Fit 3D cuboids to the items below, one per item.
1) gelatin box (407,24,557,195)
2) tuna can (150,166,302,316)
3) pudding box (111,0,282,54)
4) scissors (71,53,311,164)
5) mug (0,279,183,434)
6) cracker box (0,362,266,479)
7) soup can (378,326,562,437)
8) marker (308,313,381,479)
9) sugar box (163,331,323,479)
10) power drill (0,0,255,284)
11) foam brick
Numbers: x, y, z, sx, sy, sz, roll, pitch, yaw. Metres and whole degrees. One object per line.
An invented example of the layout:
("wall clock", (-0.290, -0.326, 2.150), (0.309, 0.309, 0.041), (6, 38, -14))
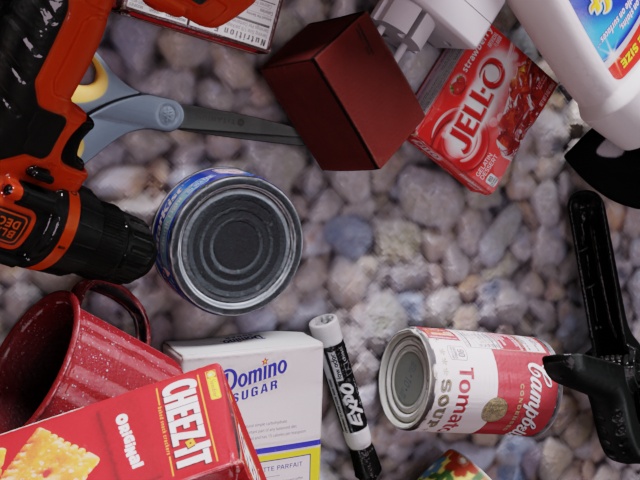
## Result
("gelatin box", (0.101, -0.086, 0.687), (0.073, 0.030, 0.089), (34, 85, -27))
("tuna can", (-0.054, 0.001, 0.628), (0.086, 0.034, 0.086), (-6, 103, -25))
("pudding box", (-0.059, -0.168, 0.588), (0.089, 0.039, 0.113), (13, 97, -29))
("scissors", (-0.102, -0.056, 0.602), (0.201, 0.016, 0.096), (24, 87, -27))
("mug", (-0.126, 0.076, 0.588), (0.081, 0.093, 0.117), (34, 49, -32))
("cracker box", (-0.127, 0.168, 0.544), (0.213, 0.072, 0.164), (-17, 134, -3))
("soup can", (0.098, 0.093, 0.702), (0.102, 0.069, 0.068), (7, 98, -26))
("marker", (0.018, 0.105, 0.693), (0.020, 0.020, 0.121), (-24, 110, -20))
("sugar box", (-0.049, 0.146, 0.657), (0.093, 0.048, 0.176), (-2, 98, -25))
("power drill", (-0.113, -0.067, 0.528), (0.184, 0.057, 0.188), (23, 105, -52))
("foam brick", (0.014, -0.086, 0.627), (0.053, 0.051, 0.078), (-47, 117, -30))
